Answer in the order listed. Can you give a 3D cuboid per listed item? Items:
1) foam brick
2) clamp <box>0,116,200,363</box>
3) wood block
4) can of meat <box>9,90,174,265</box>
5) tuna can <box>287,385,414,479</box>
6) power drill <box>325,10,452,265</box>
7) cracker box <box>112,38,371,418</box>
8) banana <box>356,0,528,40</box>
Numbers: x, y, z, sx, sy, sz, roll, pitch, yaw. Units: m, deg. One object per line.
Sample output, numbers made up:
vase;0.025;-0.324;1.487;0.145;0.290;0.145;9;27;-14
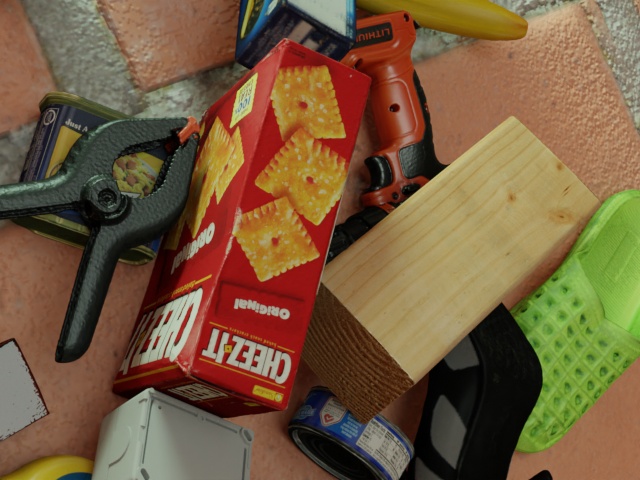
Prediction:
foam brick;-0.212;0.100;0.641;0.078;0.053;0.051;-29;95;-29
clamp;-0.133;-0.010;0.652;0.171;0.039;0.120;-35;103;-25
wood block;0.081;0.017;0.718;0.090;0.091;0.205;47;59;8
can of meat;-0.146;-0.038;0.702;0.102;0.058;0.084;20;74;-23
tuna can;0.020;0.140;0.740;0.086;0.086;0.033;42;65;-15
power drill;0.037;-0.070;0.808;0.184;0.057;0.187;-21;93;-34
cracker box;-0.054;0.001;0.681;0.072;0.164;0.213;22;70;-19
banana;0.077;-0.188;0.848;0.197;0.070;0.037;5;113;-37
